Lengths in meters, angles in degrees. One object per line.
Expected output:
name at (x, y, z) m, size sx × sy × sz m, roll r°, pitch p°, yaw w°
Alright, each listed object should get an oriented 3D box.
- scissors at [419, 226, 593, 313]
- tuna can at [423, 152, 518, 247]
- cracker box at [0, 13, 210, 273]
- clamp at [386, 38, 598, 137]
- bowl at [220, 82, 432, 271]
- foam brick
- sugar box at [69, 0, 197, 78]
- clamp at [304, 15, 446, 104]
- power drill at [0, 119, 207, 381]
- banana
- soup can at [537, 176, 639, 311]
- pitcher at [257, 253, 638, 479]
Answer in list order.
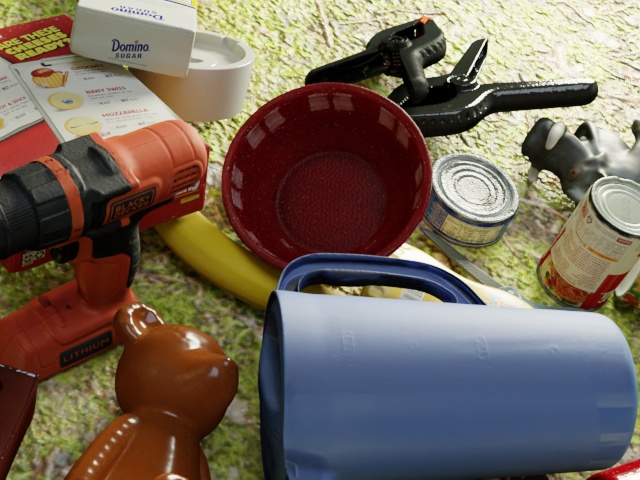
scissors at (0.176, 0.049, 0.897) m, size 0.096 × 0.016 × 0.202 m, roll -19°, pitch 60°, yaw -34°
tuna can at (0.130, -0.037, 0.941) m, size 0.086 × 0.034 × 0.086 m, roll 10°, pitch 48°, yaw -12°
cracker box at (-0.211, -0.080, 0.805) m, size 0.163 × 0.072 × 0.214 m, roll -22°, pitch 48°, yaw -35°
clamp at (0.131, -0.141, 1.014) m, size 0.209 × 0.036 × 0.165 m, roll -19°, pitch 33°, yaw -21°
bowl at (0.006, -0.040, 0.832) m, size 0.162 × 0.055 × 0.162 m, roll -2°, pitch 70°, yaw 5°
foam brick at (-0.216, 0.121, 0.668) m, size 0.053 × 0.051 × 0.078 m, roll 17°, pitch 48°, yaw -5°
sugar box at (-0.149, -0.190, 0.882) m, size 0.093 × 0.048 × 0.176 m, roll 11°, pitch 29°, yaw -10°
clamp at (0.078, -0.171, 1.011) m, size 0.120 × 0.039 × 0.171 m, roll 20°, pitch 42°, yaw 31°
power drill at (-0.166, 0.015, 0.685) m, size 0.184 × 0.188 × 0.057 m, roll -24°, pitch 64°, yaw -36°
banana at (-0.069, 0.008, 0.828) m, size 0.198 × 0.037 × 0.069 m, roll 39°, pitch 49°, yaw 14°
soup can at (0.235, 0.003, 0.898) m, size 0.068 × 0.102 × 0.068 m, roll 10°, pitch 48°, yaw -12°
pitcher at (0.079, 0.092, 0.722) m, size 0.242 × 0.149 × 0.145 m, roll 1°, pitch 8°, yaw -10°
